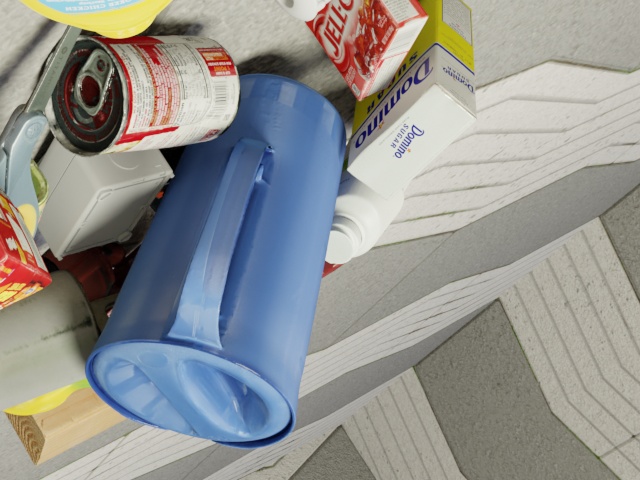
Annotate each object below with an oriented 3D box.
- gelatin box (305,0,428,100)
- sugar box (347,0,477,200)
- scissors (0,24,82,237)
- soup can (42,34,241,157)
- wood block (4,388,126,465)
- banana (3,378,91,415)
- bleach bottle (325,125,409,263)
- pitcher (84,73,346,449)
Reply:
[{"bbox_3d":[0.028,-0.148,0.719,0.030,0.073,0.089,-26,165,-25],"label":"gelatin box"},{"bbox_3d":[0.068,-0.115,0.786,0.093,0.048,0.176,-43,-161,30],"label":"sugar box"},{"bbox_3d":[-0.159,-0.052,0.595,0.202,0.016,0.096,-55,162,-3],"label":"scissors"},{"bbox_3d":[-0.104,-0.088,0.633,0.069,0.068,0.102,-44,164,34],"label":"soup can"},{"bbox_3d":[-0.211,0.130,1.075,0.205,0.091,0.090,-25,163,-31],"label":"wood block"},{"bbox_3d":[-0.220,0.119,0.831,0.069,0.037,0.198,10,168,-19],"label":"banana"},{"bbox_3d":[0.042,-0.053,0.875,0.103,0.068,0.250,-47,-173,35],"label":"bleach bottle"},{"bbox_3d":[-0.055,0.001,0.709,0.149,0.242,0.144,-18,135,38],"label":"pitcher"}]
